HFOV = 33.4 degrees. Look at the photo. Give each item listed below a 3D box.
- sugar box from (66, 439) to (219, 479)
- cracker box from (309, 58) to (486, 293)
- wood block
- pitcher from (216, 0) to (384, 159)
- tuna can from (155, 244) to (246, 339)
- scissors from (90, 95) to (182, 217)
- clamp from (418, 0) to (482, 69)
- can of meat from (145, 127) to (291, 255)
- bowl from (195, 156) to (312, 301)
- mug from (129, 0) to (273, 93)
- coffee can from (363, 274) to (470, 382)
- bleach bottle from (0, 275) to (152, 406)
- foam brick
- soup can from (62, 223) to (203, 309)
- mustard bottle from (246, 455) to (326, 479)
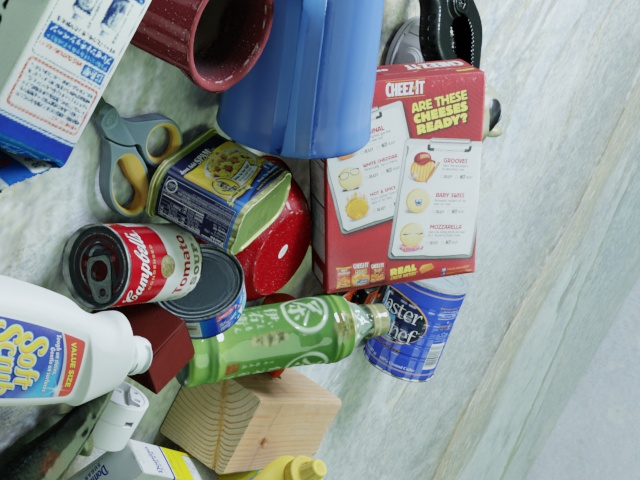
[{"bbox_3d":[-0.176,0.245,1.052,0.093,0.048,0.176,-36,152,6],"label":"sugar box"},{"bbox_3d":[0.073,-0.065,1.062,0.164,0.072,0.214,-7,114,-15],"label":"cracker box"},{"bbox_3d":[-0.070,0.192,1.171,0.091,0.090,0.205,-62,155,4],"label":"wood block"},{"bbox_3d":[-0.008,-0.191,0.850,0.144,0.149,0.243,-21,131,-40],"label":"pitcher"},{"bbox_3d":[-0.110,0.046,0.957,0.086,0.086,0.034,-46,151,-29],"label":"tuna can"},{"bbox_3d":[-0.150,-0.100,0.818,0.096,0.016,0.202,-46,151,-31],"label":"scissors"},{"bbox_3d":[0.133,-0.249,1.089,0.164,0.036,0.210,-40,122,-40],"label":"clamp"},{"bbox_3d":[-0.083,-0.041,0.898,0.102,0.084,0.057,-46,159,-51],"label":"can of meat"},{"bbox_3d":[-0.057,0.001,1.044,0.161,0.055,0.162,-42,148,-35],"label":"bowl"},{"bbox_3d":[-0.093,-0.159,0.787,0.093,0.082,0.117,-47,151,-27],"label":"mug"},{"bbox_3d":[0.127,0.103,1.426,0.102,0.103,0.140,-14,128,-57],"label":"coffee can"},{"bbox_3d":[-0.216,0.068,0.755,0.250,0.068,0.102,13,107,-52],"label":"bleach bottle"},{"bbox_3d":[-0.156,0.085,0.921,0.053,0.078,0.051,-47,149,-28],"label":"foam brick"},{"bbox_3d":[-0.152,0.019,0.875,0.102,0.069,0.068,-3,118,-61],"label":"soup can"},{"bbox_3d":[-0.061,0.271,1.116,0.096,0.058,0.192,-6,155,-49],"label":"mustard bottle"}]
